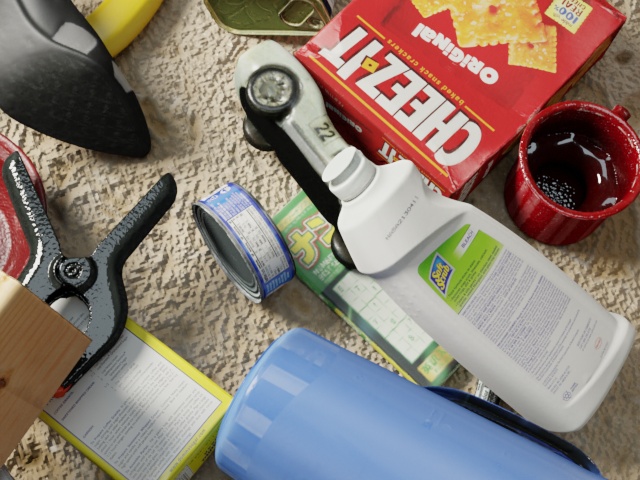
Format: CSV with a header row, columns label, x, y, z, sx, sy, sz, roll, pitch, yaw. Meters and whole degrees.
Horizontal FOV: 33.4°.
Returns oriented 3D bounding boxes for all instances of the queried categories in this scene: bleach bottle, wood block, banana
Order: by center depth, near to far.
label,x,y,z,sx,sy,sz,roll,pitch,yaw
wood block,-0.243,0.109,0.623,0.090,0.090,0.206,27,74,29
bleach bottle,0.102,0.022,0.721,0.250,0.068,0.102,42,70,-22
banana,-0.168,-0.188,0.852,0.069,0.037,0.197,41,73,8

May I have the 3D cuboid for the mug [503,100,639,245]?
label,x,y,z,sx,sy,sz,roll,pitch,yaw
mug,0.193,-0.054,0.806,0.093,0.081,0.117,36,73,9

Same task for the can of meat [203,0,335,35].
label,x,y,z,sx,sy,sz,roll,pitch,yaw
can of meat,-0.032,-0.213,0.848,0.102,0.057,0.084,6,66,23

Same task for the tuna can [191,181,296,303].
label,x,y,z,sx,sy,sz,roll,pitch,yaw
tuna can,-0.055,0.001,0.768,0.033,0.086,0.086,-34,77,-16

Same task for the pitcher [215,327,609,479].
label,x,y,z,sx,sy,sz,roll,pitch,yaw
pitcher,0.064,0.152,0.681,0.243,0.149,0.145,29,82,13

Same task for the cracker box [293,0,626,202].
label,x,y,z,sx,sy,sz,roll,pitch,yaw
cracker box,0.105,-0.145,0.831,0.164,0.072,0.213,42,70,11

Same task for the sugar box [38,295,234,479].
label,x,y,z,sx,sy,sz,roll,pitch,yaw
sugar box,-0.152,0.099,0.741,0.176,0.048,0.093,35,71,18

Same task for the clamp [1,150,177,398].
label,x,y,z,sx,sy,sz,roll,pitch,yaw
clamp,-0.176,0.017,0.726,0.120,0.039,0.171,14,69,2
